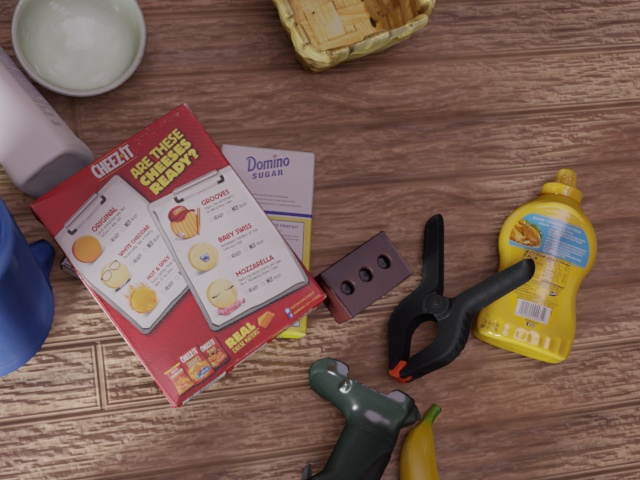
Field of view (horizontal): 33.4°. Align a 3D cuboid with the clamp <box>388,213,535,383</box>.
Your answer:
[{"bbox_3d":[0.127,0.064,1.023,0.120,0.039,0.171,17,78,34],"label":"clamp"}]

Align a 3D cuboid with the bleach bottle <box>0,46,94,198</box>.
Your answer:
[{"bbox_3d":[-0.310,-0.157,0.968,0.068,0.102,0.251,-38,83,0],"label":"bleach bottle"}]

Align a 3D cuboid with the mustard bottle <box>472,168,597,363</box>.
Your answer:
[{"bbox_3d":[0.222,0.018,1.060,0.096,0.058,0.191,18,77,4],"label":"mustard bottle"}]

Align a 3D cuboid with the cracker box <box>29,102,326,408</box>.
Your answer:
[{"bbox_3d":[-0.124,0.015,0.939,0.164,0.072,0.214,-36,85,-14],"label":"cracker box"}]

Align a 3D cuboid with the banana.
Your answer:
[{"bbox_3d":[0.119,0.259,1.010,0.069,0.037,0.198,-18,85,-14],"label":"banana"}]

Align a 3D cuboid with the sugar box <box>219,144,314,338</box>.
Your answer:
[{"bbox_3d":[-0.057,0.001,1.013,0.093,0.048,0.176,5,77,-10],"label":"sugar box"}]

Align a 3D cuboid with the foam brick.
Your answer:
[{"bbox_3d":[0.038,0.036,1.023,0.078,0.051,0.053,-35,89,-15],"label":"foam brick"}]

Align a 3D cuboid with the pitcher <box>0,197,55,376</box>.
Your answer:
[{"bbox_3d":[-0.296,0.037,0.853,0.145,0.243,0.149,6,73,-8],"label":"pitcher"}]
